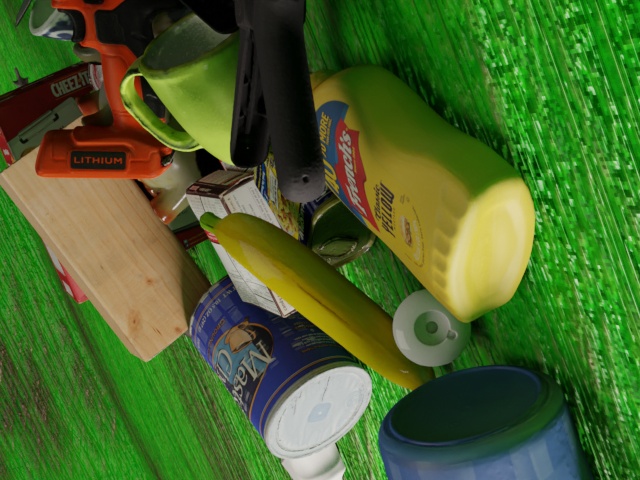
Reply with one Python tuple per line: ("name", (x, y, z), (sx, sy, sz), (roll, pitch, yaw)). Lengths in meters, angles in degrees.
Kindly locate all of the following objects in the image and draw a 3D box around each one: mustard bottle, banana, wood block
("mustard bottle", (0.038, -0.045, 0.603), (0.192, 0.058, 0.096), (47, 155, 40))
("banana", (0.005, 0.038, 0.701), (0.198, 0.037, 0.069), (39, -178, -5))
("wood block", (-0.192, -0.002, 0.965), (0.206, 0.090, 0.091), (54, 164, -11))

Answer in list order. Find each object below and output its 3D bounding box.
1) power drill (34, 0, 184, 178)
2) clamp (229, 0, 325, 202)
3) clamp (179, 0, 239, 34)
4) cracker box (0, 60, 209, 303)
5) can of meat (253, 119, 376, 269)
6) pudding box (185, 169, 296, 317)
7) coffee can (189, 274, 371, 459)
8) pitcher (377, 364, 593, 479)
("power drill", (-0.180, -0.142, 0.800), (0.057, 0.184, 0.188), (-89, 1, -71))
("clamp", (-0.026, -0.125, 0.595), (0.165, 0.036, 0.210), (-133, 42, -66))
("clamp", (-0.116, -0.193, 0.697), (0.120, 0.039, 0.172), (48, 179, -39))
("cracker box", (-0.219, -0.070, 1.075), (0.072, 0.164, 0.213), (20, 134, 61))
("can of meat", (-0.003, -0.037, 0.725), (0.084, 0.057, 0.102), (57, 160, 22))
("pudding box", (-0.056, 0.001, 0.846), (0.113, 0.039, 0.090), (62, 160, -17))
("coffee can", (-0.036, 0.103, 0.920), (0.140, 0.102, 0.103), (47, 155, 39))
("pitcher", (0.126, 0.200, 0.619), (0.145, 0.149, 0.243), (-129, 20, -74))
